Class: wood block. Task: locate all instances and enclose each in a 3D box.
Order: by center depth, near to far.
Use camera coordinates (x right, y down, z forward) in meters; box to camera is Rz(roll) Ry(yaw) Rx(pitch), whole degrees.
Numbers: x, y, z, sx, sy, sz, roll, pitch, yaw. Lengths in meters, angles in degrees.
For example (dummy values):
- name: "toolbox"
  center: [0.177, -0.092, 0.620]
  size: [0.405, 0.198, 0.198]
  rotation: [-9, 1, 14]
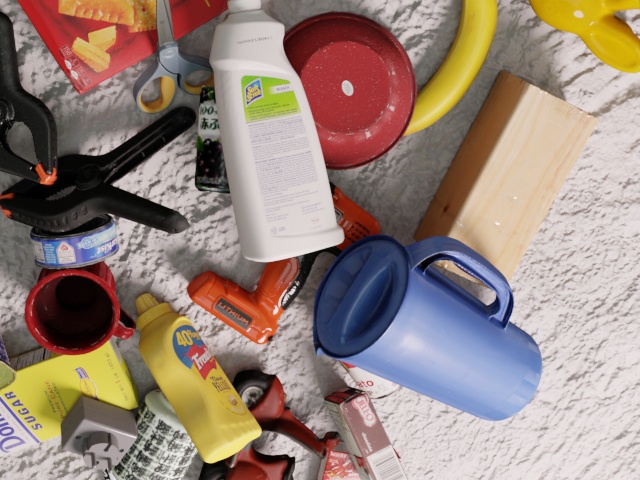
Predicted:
- name: "wood block"
  center: [0.192, -0.063, 1.127]
  size: [0.090, 0.091, 0.206]
  rotation: [23, 104, -16]

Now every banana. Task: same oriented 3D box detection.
- name: "banana"
  center: [0.137, -0.194, 1.105]
  size: [0.069, 0.037, 0.198]
  rotation: [19, 104, 3]

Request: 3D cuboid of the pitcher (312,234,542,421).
- name: "pitcher"
  center: [0.125, 0.094, 1.102]
  size: [0.242, 0.149, 0.145]
  rotation: [29, 74, -34]

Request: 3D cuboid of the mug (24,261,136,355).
- name: "mug"
  center: [-0.243, 0.065, 1.102]
  size: [0.117, 0.081, 0.093]
  rotation: [27, 102, -17]

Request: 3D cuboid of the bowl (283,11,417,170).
- name: "bowl"
  center: [0.021, -0.151, 1.067]
  size: [0.162, 0.055, 0.162]
  rotation: [0, 94, -5]

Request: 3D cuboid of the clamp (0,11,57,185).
- name: "clamp"
  center: [-0.303, -0.133, 1.029]
  size: [0.171, 0.039, 0.120]
  rotation: [45, 99, -1]

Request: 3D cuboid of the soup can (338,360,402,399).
- name: "soup can"
  center: [0.050, 0.117, 1.176]
  size: [0.068, 0.068, 0.102]
  rotation: [-35, 111, 3]

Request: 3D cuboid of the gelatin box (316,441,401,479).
- name: "gelatin box"
  center: [0.043, 0.277, 1.250]
  size: [0.089, 0.030, 0.073]
  rotation: [9, 107, -12]

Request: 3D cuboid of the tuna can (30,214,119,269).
- name: "tuna can"
  center: [-0.248, -0.001, 1.077]
  size: [0.086, 0.086, 0.034]
  rotation: [-8, 108, -7]

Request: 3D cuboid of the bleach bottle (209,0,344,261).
- name: "bleach bottle"
  center: [-0.046, -0.112, 1.014]
  size: [0.102, 0.068, 0.251]
  rotation: [-15, 102, -28]

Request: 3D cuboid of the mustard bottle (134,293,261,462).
- name: "mustard bottle"
  center: [-0.140, 0.138, 1.124]
  size: [0.058, 0.096, 0.192]
  rotation: [-38, 76, 16]

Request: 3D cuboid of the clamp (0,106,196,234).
- name: "clamp"
  center: [-0.217, -0.048, 1.045]
  size: [0.210, 0.164, 0.036]
  rotation: [-17, 136, 5]

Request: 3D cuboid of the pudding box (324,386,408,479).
- name: "pudding box"
  center: [0.049, 0.219, 1.181]
  size: [0.039, 0.090, 0.113]
  rotation: [-23, 91, -11]

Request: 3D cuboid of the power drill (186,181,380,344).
- name: "power drill"
  center: [-0.057, 0.001, 1.124]
  size: [0.184, 0.057, 0.188]
  rotation: [37, 101, -11]

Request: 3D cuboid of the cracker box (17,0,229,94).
- name: "cracker box"
  center: [-0.181, -0.261, 1.007]
  size: [0.213, 0.072, 0.164]
  rotation: [-30, 111, 1]

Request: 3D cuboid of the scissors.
- name: "scissors"
  center: [-0.127, -0.180, 1.006]
  size: [0.096, 0.202, 0.016]
  rotation: [-13, 69, -26]

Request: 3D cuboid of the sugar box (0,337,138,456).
- name: "sugar box"
  center: [-0.294, 0.164, 1.146]
  size: [0.176, 0.048, 0.093]
  rotation: [-21, 114, -4]
